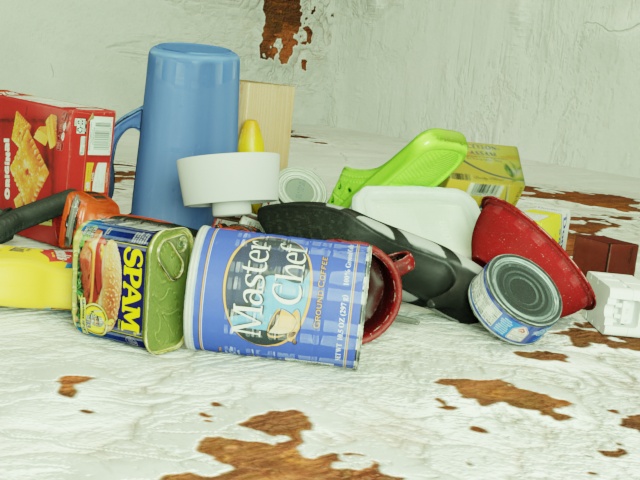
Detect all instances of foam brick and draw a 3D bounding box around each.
[{"bbox_3d":[0.321,0.036,1.215,0.052,0.078,0.051,1,10,-37],"label":"foam brick"}]

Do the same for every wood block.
[{"bbox_3d":[-0.104,-0.107,1.406,0.090,0.206,0.090,14,13,40],"label":"wood block"}]

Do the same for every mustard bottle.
[{"bbox_3d":[-0.234,0.035,0.948,0.191,0.058,0.096,5,5,-4],"label":"mustard bottle"}]

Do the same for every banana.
[{"bbox_3d":[-0.065,-0.059,1.358,0.037,0.197,0.069,11,50,48],"label":"banana"}]

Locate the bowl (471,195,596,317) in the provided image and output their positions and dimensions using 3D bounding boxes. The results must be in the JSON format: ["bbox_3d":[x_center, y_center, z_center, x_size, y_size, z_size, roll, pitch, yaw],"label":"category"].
[{"bbox_3d":[0.208,0.030,1.108,0.162,0.055,0.162,46,-6,6],"label":"bowl"}]

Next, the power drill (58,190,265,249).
[{"bbox_3d":[-0.147,-0.005,1.050,0.188,0.057,0.184,11,3,7],"label":"power drill"}]

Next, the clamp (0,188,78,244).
[{"bbox_3d":[-0.353,-0.014,1.157,0.120,0.039,0.171,-18,6,41],"label":"clamp"}]

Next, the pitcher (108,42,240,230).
[{"bbox_3d":[-0.170,-0.111,1.284,0.145,0.243,0.148,19,21,38],"label":"pitcher"}]

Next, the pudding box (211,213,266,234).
[{"bbox_3d":[-0.058,0.001,1.197,0.113,0.039,0.090,23,-6,-23],"label":"pudding box"}]

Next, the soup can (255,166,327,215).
[{"bbox_3d":[-0.039,-0.032,1.275,0.068,0.068,0.102,2,-33,-21],"label":"soup can"}]

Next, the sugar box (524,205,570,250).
[{"bbox_3d":[0.258,0.012,1.273,0.048,0.093,0.176,11,11,24],"label":"sugar box"}]

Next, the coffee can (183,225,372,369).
[{"bbox_3d":[-0.033,0.046,0.869,0.140,0.103,0.103,6,10,3],"label":"coffee can"}]

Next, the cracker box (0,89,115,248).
[{"bbox_3d":[-0.347,-0.090,1.293,0.214,0.164,0.071,14,12,38],"label":"cracker box"}]

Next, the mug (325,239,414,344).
[{"bbox_3d":[0.030,0.037,0.970,0.117,0.093,0.081,-26,10,-7],"label":"mug"}]

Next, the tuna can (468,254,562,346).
[{"bbox_3d":[0.185,0.055,1.011,0.086,0.034,0.086,16,46,-18],"label":"tuna can"}]

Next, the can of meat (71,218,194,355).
[{"bbox_3d":[-0.155,0.035,0.872,0.084,0.102,0.057,9,10,29],"label":"can of meat"}]
